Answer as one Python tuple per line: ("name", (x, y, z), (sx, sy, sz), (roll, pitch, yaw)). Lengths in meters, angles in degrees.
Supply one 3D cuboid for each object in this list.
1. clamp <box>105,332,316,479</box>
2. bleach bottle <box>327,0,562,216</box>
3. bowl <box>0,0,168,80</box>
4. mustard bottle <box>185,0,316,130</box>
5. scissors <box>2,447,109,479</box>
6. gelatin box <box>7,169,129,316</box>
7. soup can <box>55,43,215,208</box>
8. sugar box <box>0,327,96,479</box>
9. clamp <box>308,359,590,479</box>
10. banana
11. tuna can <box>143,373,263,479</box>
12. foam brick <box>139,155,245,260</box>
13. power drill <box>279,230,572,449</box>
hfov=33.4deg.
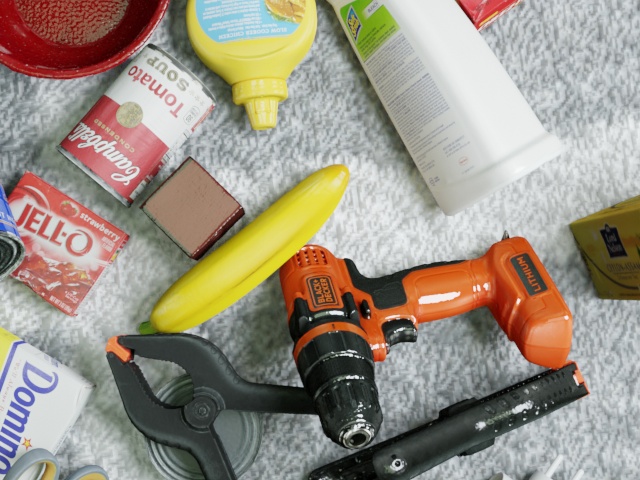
("clamp", (-0.080, 0.128, 0.741), (0.171, 0.039, 0.120), (26, 81, 5))
("bleach bottle", (0.069, -0.146, 0.771), (0.068, 0.103, 0.251), (-29, 88, -34))
("bowl", (-0.186, -0.192, 0.782), (0.162, 0.055, 0.162), (0, 86, -3))
("mustard bottle", (-0.052, -0.177, 0.787), (0.096, 0.058, 0.191), (-6, 86, -2))
("scissors", (-0.211, 0.233, 0.767), (0.096, 0.016, 0.202), (1, 117, -42))
("gelatin box", (-0.197, 0.002, 0.782), (0.089, 0.030, 0.073), (33, 85, -1))
("soup can", (-0.132, -0.083, 0.773), (0.068, 0.068, 0.102), (40, 84, 0))
("sugar box", (-0.261, 0.099, 0.765), (0.176, 0.048, 0.093), (31, 85, 0))
("clamp", (0.100, 0.130, 0.738), (0.209, 0.165, 0.036), (-20, 81, -14))
("banana", (-0.053, 0.008, 0.768), (0.197, 0.070, 0.037), (-37, 111, -5))
("tuna can", (-0.084, 0.137, 0.778), (0.086, 0.034, 0.086), (0, 86, -3))
("foam brick", (-0.091, -0.021, 0.766), (0.051, 0.078, 0.053), (44, 87, 0))
("power drill", (0.072, 0.060, 0.734), (0.187, 0.184, 0.057), (-5, 128, -10))
